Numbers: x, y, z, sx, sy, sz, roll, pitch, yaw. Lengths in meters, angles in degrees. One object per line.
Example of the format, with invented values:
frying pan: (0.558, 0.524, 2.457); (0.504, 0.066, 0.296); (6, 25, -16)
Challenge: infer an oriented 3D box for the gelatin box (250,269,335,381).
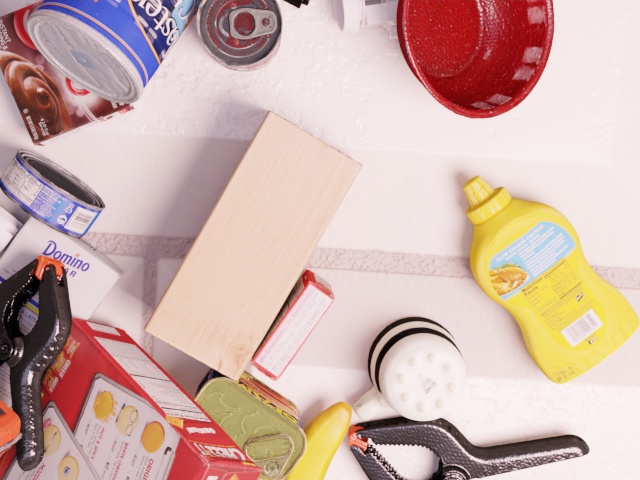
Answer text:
gelatin box: (-0.024, 0.073, 0.922); (0.030, 0.073, 0.089); (34, 94, -5)

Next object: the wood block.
wood block: (-0.056, 0.001, 0.906); (0.091, 0.090, 0.206); (30, 95, -5)

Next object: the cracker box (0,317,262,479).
cracker box: (-0.163, 0.188, 0.865); (0.214, 0.072, 0.164); (36, 102, 39)

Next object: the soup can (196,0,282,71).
soup can: (-0.065, -0.174, 0.880); (0.068, 0.102, 0.068); (0, 96, -2)

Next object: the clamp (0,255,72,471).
clamp: (-0.246, 0.100, 0.877); (0.120, 0.039, 0.171); (31, 94, 12)

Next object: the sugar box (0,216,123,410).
sugar box: (-0.260, 0.071, 0.929); (0.093, 0.048, 0.176); (37, 90, -5)

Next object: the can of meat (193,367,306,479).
can of meat: (-0.063, 0.154, 0.924); (0.102, 0.084, 0.057); (35, 94, -5)

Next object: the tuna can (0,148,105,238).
tuna can: (-0.226, -0.039, 0.897); (0.086, 0.086, 0.034); (36, 95, -5)

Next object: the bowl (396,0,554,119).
bowl: (0.118, -0.182, 0.891); (0.161, 0.055, 0.162); (-4, 98, -32)

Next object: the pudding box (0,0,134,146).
pudding box: (-0.221, -0.148, 0.909); (0.090, 0.039, 0.113); (-22, 96, 0)

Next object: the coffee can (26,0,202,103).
coffee can: (-0.151, -0.195, 0.851); (0.103, 0.103, 0.140); (32, 70, -5)

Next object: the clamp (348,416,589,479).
clamp: (0.127, 0.208, 0.960); (0.210, 0.036, 0.164); (31, 95, -2)

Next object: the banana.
banana: (-0.008, 0.237, 0.954); (0.070, 0.037, 0.198); (4, 96, 15)

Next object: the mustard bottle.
mustard bottle: (0.187, 0.024, 0.932); (0.096, 0.058, 0.191); (-37, 96, 3)
